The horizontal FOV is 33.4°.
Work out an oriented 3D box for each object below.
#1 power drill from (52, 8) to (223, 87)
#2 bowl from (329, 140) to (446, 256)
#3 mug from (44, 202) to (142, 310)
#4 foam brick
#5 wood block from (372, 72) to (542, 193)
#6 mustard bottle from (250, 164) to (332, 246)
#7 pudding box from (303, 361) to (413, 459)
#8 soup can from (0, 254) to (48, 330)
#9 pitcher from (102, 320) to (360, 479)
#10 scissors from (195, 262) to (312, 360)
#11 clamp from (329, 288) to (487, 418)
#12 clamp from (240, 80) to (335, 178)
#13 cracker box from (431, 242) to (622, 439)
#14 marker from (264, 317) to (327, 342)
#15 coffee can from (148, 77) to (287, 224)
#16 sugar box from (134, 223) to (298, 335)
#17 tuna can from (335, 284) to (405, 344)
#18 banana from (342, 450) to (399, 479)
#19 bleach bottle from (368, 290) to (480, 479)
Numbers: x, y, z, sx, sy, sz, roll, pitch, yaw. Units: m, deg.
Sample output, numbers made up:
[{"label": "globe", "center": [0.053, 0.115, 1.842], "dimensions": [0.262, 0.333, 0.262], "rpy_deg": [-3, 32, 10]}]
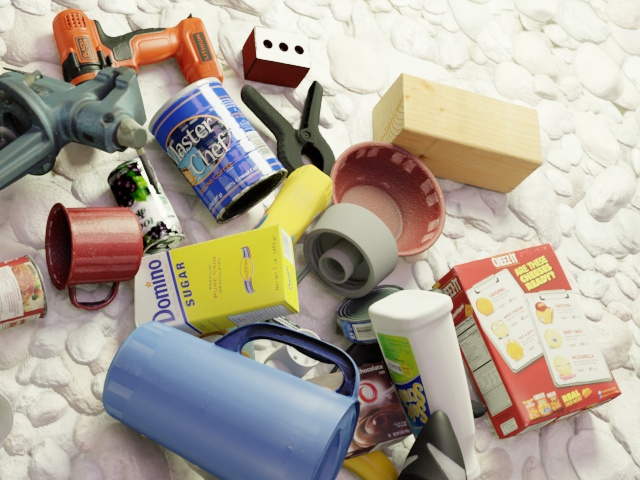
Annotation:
[{"label": "power drill", "center": [-0.216, -0.201, 1.285], "dimensions": [0.187, 0.057, 0.184], "rpy_deg": [-9, 69, -29]}, {"label": "bowl", "center": [0.075, -0.043, 1.341], "dimensions": [0.162, 0.055, 0.162], "rpy_deg": [11, 60, -20]}, {"label": "mug", "center": [-0.242, 0.017, 1.146], "dimensions": [0.081, 0.093, 0.117], "rpy_deg": [-2, 95, -32]}, {"label": "foam brick", "center": [-0.057, -0.237, 1.384], "dimensions": [0.078, 0.051, 0.053], "rpy_deg": [6, 62, -23]}, {"label": "wood block", "center": [0.182, -0.140, 1.423], "dimensions": [0.205, 0.091, 0.090], "rpy_deg": [12, 60, -20]}, {"label": "mustard bottle", "center": [-0.058, 0.001, 1.229], "dimensions": [0.058, 0.096, 0.191], "rpy_deg": [37, 55, -2]}, {"label": "pudding box", "center": [0.032, 0.189, 1.163], "dimensions": [0.113, 0.039, 0.090], "rpy_deg": [-9, 64, -29]}, {"label": "soup can", "center": [-0.338, 0.060, 1.082], "dimensions": [0.102, 0.069, 0.068], "rpy_deg": [-16, 72, -31]}, {"label": "pitcher", "center": [-0.086, 0.164, 1.068], "dimensions": [0.243, 0.145, 0.149], "rpy_deg": [23, 35, 15]}, {"label": "scissors", "center": [-0.066, 0.102, 1.188], "dimensions": [0.201, 0.016, 0.096], "rpy_deg": [-30, 59, -21]}, {"label": "clamp", "center": [0.097, 0.161, 1.255], "dimensions": [0.209, 0.036, 0.164], "rpy_deg": [-20, 79, -31]}, {"label": "clamp", "center": [-0.036, -0.130, 1.345], "dimensions": [0.120, 0.039, 0.171], "rpy_deg": [-3, 66, -25]}, {"label": "cracker box", "center": [0.255, 0.124, 1.330], "dimensions": [0.163, 0.072, 0.214], "rpy_deg": [-12, 69, -31]}, {"label": "marker", "center": [-0.043, 0.098, 1.232], "dimensions": [0.121, 0.020, 0.020], "rpy_deg": [31, 55, -8]}, {"label": "coffee can", "center": [-0.120, -0.105, 1.252], "dimensions": [0.102, 0.103, 0.140], "rpy_deg": [-32, 81, -35]}, {"label": "sugar box", "center": [-0.114, 0.048, 1.145], "dimensions": [0.176, 0.048, 0.093], "rpy_deg": [-13, 63, 14]}, {"label": "tuna can", "center": [0.063, 0.086, 1.249], "dimensions": [0.086, 0.086, 0.034], "rpy_deg": [-33, 115, -35]}, {"label": "banana", "center": [0.016, 0.239, 1.175], "dimensions": [0.197, 0.037, 0.069], "rpy_deg": [30, 55, -9]}, {"label": "bleach bottle", "center": [0.130, 0.182, 1.184], "dimensions": [0.068, 0.103, 0.251], "rpy_deg": [-24, 104, -26]}]
